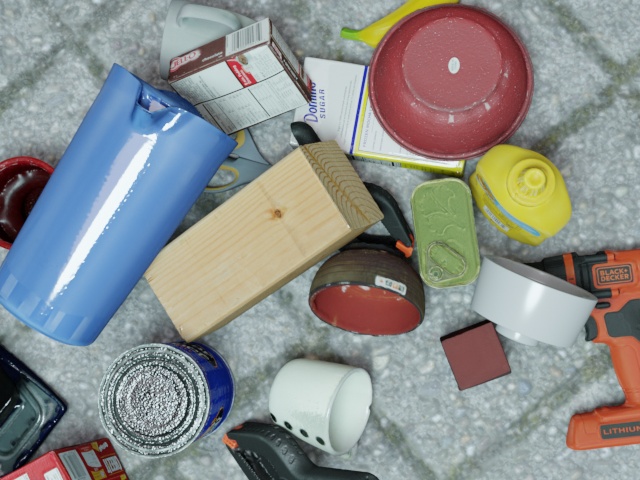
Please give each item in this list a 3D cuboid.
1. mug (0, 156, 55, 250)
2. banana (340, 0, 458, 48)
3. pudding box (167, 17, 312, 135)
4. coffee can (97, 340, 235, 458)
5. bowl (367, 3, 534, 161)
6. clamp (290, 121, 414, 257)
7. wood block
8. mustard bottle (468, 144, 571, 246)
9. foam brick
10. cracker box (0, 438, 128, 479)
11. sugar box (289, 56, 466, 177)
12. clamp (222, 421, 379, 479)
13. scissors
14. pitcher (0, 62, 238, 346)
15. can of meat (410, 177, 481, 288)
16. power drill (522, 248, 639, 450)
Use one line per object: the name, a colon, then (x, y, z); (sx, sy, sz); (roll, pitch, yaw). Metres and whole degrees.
mug: (-0.274, -0.032, 1.071); (0.117, 0.081, 0.093); (2, 86, 5)
banana: (0.110, -0.258, 1.075); (0.198, 0.037, 0.069); (-45, 85, 1)
pudding box: (-0.077, -0.153, 1.029); (0.114, 0.090, 0.039); (-18, 48, 20)
coffee can: (-0.143, 0.147, 1.016); (0.103, 0.140, 0.103); (0, 86, 5)
bowl: (0.124, -0.159, 1.013); (0.162, 0.055, 0.162); (-1, 80, 5)
clamp: (0.019, -0.041, 1.051); (0.171, 0.039, 0.120); (20, 121, 0)
wood block: (-0.057, 0.002, 1.009); (0.206, 0.090, 0.091); (-34, 84, 24)
mustard bottle: (0.184, -0.043, 0.975); (0.058, 0.191, 0.096); (-43, 84, 1)
foam brick: (0.147, 0.109, 1.025); (0.053, 0.078, 0.051); (-21, 86, 3)
cracker box: (-0.302, 0.270, 1.010); (0.214, 0.164, 0.072); (-29, 82, 2)
sugar box: (0.064, -0.123, 1.066); (0.176, 0.048, 0.093); (10, 86, 10)
clamp: (-0.017, 0.244, 1.009); (0.210, 0.036, 0.164); (25, 130, 42)
scissors: (-0.049, -0.084, 1.087); (0.202, 0.016, 0.096); (3, 86, 5)
pitcher: (-0.191, -0.029, 0.985); (0.243, 0.149, 0.145); (-57, 42, 2)
can of meat: (0.119, -0.004, 1.032); (0.057, 0.084, 0.102); (-8, 85, 4)
power drill: (0.262, 0.103, 1.025); (0.184, 0.057, 0.187); (-7, 86, 11)
